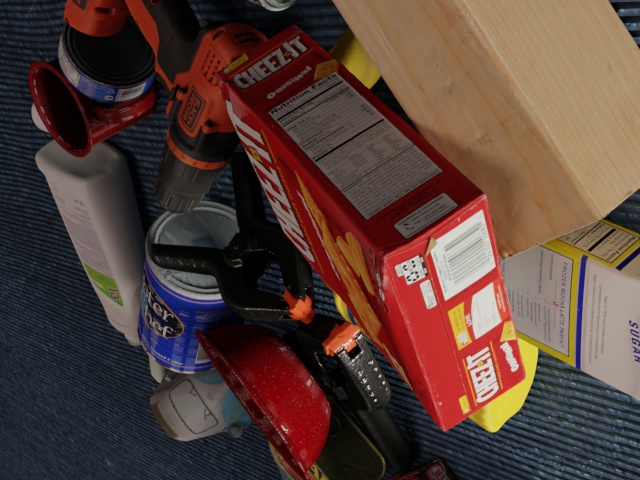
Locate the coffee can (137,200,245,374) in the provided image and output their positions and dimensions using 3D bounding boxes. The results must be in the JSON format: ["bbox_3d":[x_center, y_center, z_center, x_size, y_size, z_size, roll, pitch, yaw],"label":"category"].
[{"bbox_3d":[-0.114,0.045,0.983,0.103,0.102,0.140,44,147,19],"label":"coffee can"}]

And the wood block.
[{"bbox_3d":[0.093,-0.107,0.575,0.206,0.090,0.090,56,150,-1],"label":"wood block"}]

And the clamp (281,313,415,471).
[{"bbox_3d":[0.013,0.105,0.886,0.165,0.036,0.210,42,165,24],"label":"clamp"}]

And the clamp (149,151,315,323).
[{"bbox_3d":[-0.056,0.001,0.857,0.172,0.120,0.039,32,-179,36],"label":"clamp"}]

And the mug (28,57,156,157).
[{"bbox_3d":[-0.194,-0.130,0.953,0.117,0.081,0.093,21,134,44],"label":"mug"}]

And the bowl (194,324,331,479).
[{"bbox_3d":[-0.040,0.127,0.921,0.162,0.055,0.162,51,168,14],"label":"bowl"}]

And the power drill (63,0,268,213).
[{"bbox_3d":[-0.123,-0.134,0.817,0.188,0.057,0.185,51,136,18],"label":"power drill"}]

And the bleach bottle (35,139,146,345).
[{"bbox_3d":[-0.226,0.011,1.146,0.103,0.068,0.251,29,142,37],"label":"bleach bottle"}]

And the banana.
[{"bbox_3d":[-0.009,-0.123,0.756,0.198,0.037,0.069,-9,94,55],"label":"banana"}]

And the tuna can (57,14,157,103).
[{"bbox_3d":[-0.177,-0.160,0.899,0.086,0.086,0.034,53,150,5],"label":"tuna can"}]

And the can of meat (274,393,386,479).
[{"bbox_3d":[0.006,0.207,1.014,0.102,0.057,0.084,48,150,15],"label":"can of meat"}]

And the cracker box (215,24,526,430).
[{"bbox_3d":[0.028,-0.011,0.656,0.214,0.072,0.164,49,167,44],"label":"cracker box"}]
